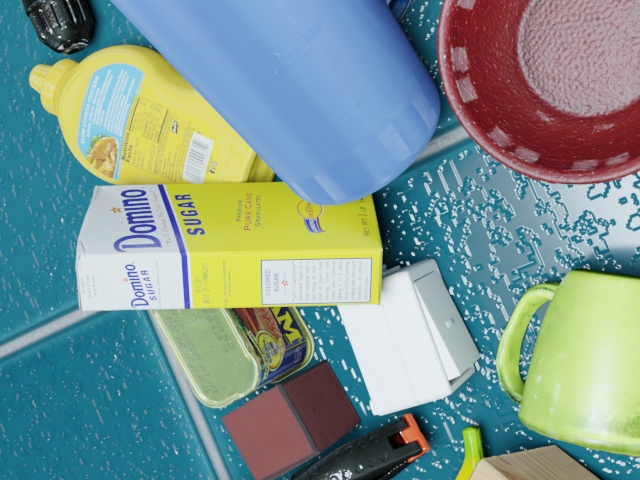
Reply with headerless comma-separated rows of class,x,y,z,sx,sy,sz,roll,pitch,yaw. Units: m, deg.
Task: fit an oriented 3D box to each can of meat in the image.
can of meat,-0.061,0.055,0.715,0.058,0.083,0.102,-32,84,24

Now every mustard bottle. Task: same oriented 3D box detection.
mustard bottle,-0.122,-0.081,0.736,0.192,0.058,0.096,24,112,18

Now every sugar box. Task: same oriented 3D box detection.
sugar box,-0.054,0.001,0.649,0.176,0.093,0.048,0,119,-4

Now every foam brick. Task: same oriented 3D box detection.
foam brick,-0.018,0.119,0.710,0.053,0.078,0.051,-33,83,22

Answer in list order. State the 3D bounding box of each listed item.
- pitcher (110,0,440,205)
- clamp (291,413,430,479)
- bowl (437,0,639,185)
pitcher,-0.026,-0.139,0.582,0.149,0.145,0.242,-5,138,41
clamp,-0.004,0.172,0.713,0.171,0.120,0.039,-28,75,4
bowl,0.152,-0.115,0.614,0.162,0.055,0.162,4,100,23
